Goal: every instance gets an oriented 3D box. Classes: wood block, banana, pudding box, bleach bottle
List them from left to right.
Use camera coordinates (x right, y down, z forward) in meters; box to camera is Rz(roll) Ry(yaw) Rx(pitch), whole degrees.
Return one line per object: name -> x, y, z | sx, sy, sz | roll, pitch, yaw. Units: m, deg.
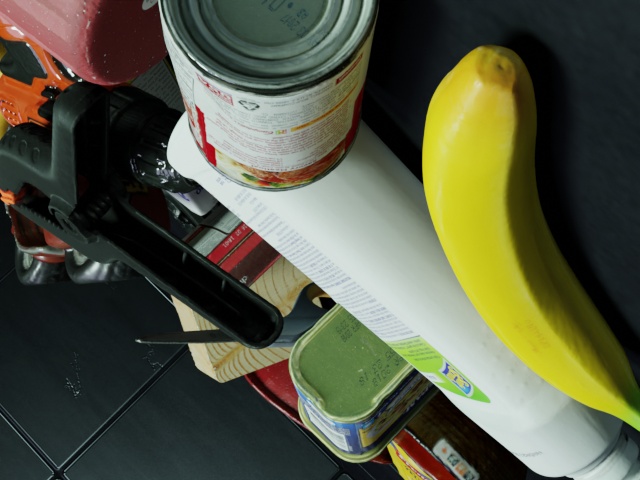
pudding box -> -0.055, 0.001, 0.693 | 0.039, 0.090, 0.114 | 50, 169, -15
wood block -> -0.064, 0.053, 0.854 | 0.206, 0.090, 0.090 | 158, 92, -78
bleach bottle -> 0.044, 0.022, 0.476 | 0.251, 0.068, 0.103 | 44, 170, -4
banana -> 0.074, 0.003, 0.371 | 0.070, 0.037, 0.197 | 10, 148, 42

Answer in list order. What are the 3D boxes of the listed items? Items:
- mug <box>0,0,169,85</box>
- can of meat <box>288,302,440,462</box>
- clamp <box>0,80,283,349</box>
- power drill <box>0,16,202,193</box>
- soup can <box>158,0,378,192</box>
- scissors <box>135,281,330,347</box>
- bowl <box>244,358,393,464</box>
mug -> -0.087, -0.115, 0.420 | 0.081, 0.093, 0.117 | 38, -161, 13
can of meat -> 0.032, 0.060, 0.556 | 0.057, 0.102, 0.084 | 42, 167, 19
clamp -> -0.113, -0.013, 0.566 | 0.210, 0.036, 0.164 | 7, 140, 56
power drill -> -0.141, -0.115, 0.563 | 0.185, 0.057, 0.187 | 22, 143, 40
soup can -> -0.017, -0.063, 0.366 | 0.068, 0.068, 0.102 | 44, 169, 9
scissors -> -0.031, 0.050, 0.698 | 0.201, 0.016, 0.096 | 10, -153, -26
bowl -> 0.012, 0.133, 0.960 | 0.162, 0.055, 0.162 | 31, -177, -2
